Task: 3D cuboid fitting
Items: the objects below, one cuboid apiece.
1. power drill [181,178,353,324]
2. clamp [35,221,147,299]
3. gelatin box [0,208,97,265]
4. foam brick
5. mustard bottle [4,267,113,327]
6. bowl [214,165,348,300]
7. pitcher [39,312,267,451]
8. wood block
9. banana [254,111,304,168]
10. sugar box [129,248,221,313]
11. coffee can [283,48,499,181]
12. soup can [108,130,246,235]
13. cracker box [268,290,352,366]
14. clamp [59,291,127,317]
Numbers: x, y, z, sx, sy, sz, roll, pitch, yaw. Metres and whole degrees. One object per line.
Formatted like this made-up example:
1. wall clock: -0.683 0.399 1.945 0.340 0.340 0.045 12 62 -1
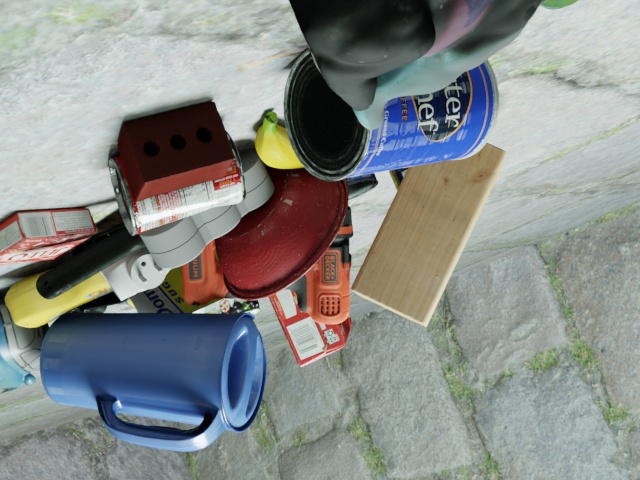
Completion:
1. power drill: -0.058 0.001 1.162 0.187 0.184 0.057 -1 -173 0
2. clamp: -0.178 -0.007 1.045 0.210 0.036 0.164 -25 -168 11
3. gelatin box: -0.268 -0.003 1.008 0.073 0.030 0.089 -26 169 35
4. foam brick: -0.117 -0.071 0.851 0.078 0.053 0.051 -18 171 -19
5. mustard bottle: -0.250 0.037 1.188 0.192 0.058 0.096 -23 -179 18
6. bowl: -0.051 -0.022 1.050 0.162 0.162 0.055 -25 128 30
7. pitcher: -0.194 0.149 1.211 0.243 0.145 0.149 2 -179 18
8. wood block: 0.120 -0.016 1.185 0.206 0.090 0.090 -65 170 -2
9. banana: 0.002 -0.094 1.011 0.070 0.037 0.197 -26 169 40
10. sugar box: -0.154 0.035 1.255 0.176 0.093 0.048 -26 -171 30
11. coffee can: 0.057 -0.107 0.844 0.140 0.103 0.103 -12 168 -38
12. soup can: -0.122 -0.051 0.911 0.102 0.068 0.069 -17 171 -16
13. cracker box: -0.021 0.063 1.396 0.072 0.164 0.213 -24 180 5
14. clamp: -0.298 0.076 1.350 0.120 0.039 0.171 4 171 -5
